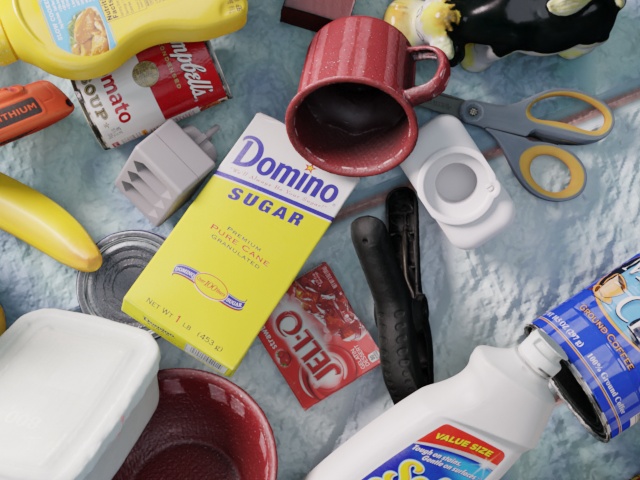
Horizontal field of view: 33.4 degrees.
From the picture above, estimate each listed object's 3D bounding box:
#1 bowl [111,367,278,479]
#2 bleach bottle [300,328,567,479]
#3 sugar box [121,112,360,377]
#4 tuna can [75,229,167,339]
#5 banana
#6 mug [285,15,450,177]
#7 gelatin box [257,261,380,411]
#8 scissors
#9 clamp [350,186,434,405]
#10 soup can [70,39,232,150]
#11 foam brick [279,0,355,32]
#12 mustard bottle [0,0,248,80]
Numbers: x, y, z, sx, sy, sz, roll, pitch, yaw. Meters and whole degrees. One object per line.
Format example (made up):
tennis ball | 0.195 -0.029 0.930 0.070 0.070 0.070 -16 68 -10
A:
bowl | -0.105 0.175 0.763 0.162 0.055 0.162 -5 57 7
bleach bottle | 0.068 0.153 0.750 0.102 0.068 0.251 41 105 -8
sugar box | -0.055 0.001 0.770 0.093 0.048 0.176 33 71 -2
tuna can | -0.138 0.034 0.794 0.086 0.034 0.086 0 89 -3
banana | -0.245 -0.027 0.773 0.197 0.069 0.037 22 116 -3
mug | 0.036 -0.109 0.758 0.117 0.081 0.093 -16 133 25
gelatin box | -0.004 0.072 0.802 0.073 0.030 0.089 -31 91 -3
scissors | 0.124 -0.079 0.820 0.201 0.016 0.096 1 92 1
clamp | 0.055 0.048 0.768 0.039 0.120 0.171 -8 92 25
soup can | -0.124 -0.116 0.781 0.102 0.068 0.068 -23 90 -3
foam brick | 0.005 -0.198 0.797 0.051 0.053 0.078 16 88 -3
mustard bottle | -0.152 -0.162 0.724 0.191 0.058 0.096 -21 87 -7
